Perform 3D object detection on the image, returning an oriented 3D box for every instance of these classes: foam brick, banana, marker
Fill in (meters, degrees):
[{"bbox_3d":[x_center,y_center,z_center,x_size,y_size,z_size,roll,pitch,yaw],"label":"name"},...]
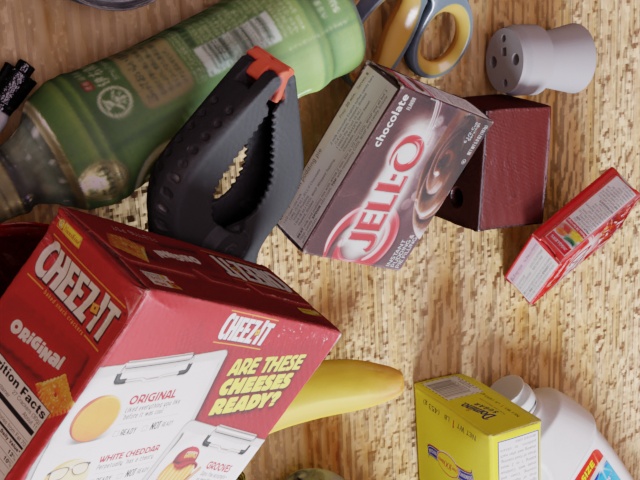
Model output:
[{"bbox_3d":[0.108,-0.050,0.674,0.051,0.053,0.078,-6,106,-25],"label":"foam brick"},{"bbox_3d":[-0.043,0.115,0.638,0.197,0.070,0.037,-31,153,-22],"label":"banana"},{"bbox_3d":[-0.185,-0.042,0.549,0.020,0.020,0.121,35,87,-29],"label":"marker"}]

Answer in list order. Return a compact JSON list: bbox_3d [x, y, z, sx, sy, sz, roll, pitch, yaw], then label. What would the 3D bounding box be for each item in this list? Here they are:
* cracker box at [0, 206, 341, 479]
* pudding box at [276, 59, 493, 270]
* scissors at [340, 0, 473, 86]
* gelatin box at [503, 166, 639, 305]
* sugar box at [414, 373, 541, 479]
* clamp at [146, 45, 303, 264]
[{"bbox_3d":[-0.108,0.100,0.499,0.214,0.072,0.164,-55,151,8],"label":"cracker box"},{"bbox_3d":[0.037,-0.040,0.621,0.089,0.039,0.113,10,115,-48],"label":"pudding box"},{"bbox_3d":[0.079,-0.168,0.607,0.096,0.016,0.202,10,124,-41],"label":"scissors"},{"bbox_3d":[0.164,0.000,0.699,0.073,0.089,0.030,-38,75,-15],"label":"gelatin box"},{"bbox_3d":[0.105,0.186,0.713,0.048,0.093,0.176,-9,107,-24],"label":"sugar box"},{"bbox_3d":[-0.054,0.001,0.567,0.164,0.036,0.210,0,121,-53],"label":"clamp"}]
